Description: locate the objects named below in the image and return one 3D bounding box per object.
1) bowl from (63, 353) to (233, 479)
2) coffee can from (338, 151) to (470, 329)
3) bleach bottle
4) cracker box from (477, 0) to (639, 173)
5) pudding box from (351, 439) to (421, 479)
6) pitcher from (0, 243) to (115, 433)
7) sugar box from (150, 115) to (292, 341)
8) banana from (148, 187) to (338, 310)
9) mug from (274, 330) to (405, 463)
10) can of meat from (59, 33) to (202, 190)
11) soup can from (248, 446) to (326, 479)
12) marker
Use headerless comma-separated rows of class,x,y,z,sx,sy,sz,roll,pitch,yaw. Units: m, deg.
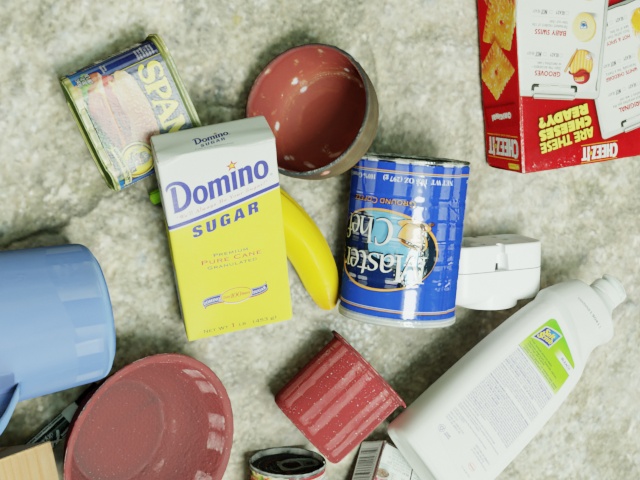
bowl,-0.150,0.164,0.872,0.161,0.055,0.162,-12,108,-41
coffee can,0.072,-0.003,0.923,0.102,0.103,0.140,2,98,-23
bleach bottle,0.183,0.124,0.957,0.250,0.068,0.102,-39,102,-15
cracker box,0.231,-0.180,0.977,0.164,0.072,0.214,-10,103,-20
pudding box,0.068,0.251,0.979,0.090,0.039,0.113,30,63,-25
pitcher,-0.276,0.081,0.775,0.242,0.145,0.149,-10,96,-24
sugar box,-0.076,-0.007,0.855,0.093,0.048,0.176,-12,128,-10
banana,-0.047,-0.014,0.912,0.197,0.037,0.070,34,112,-21
mug,0.018,0.145,0.942,0.081,0.093,0.117,-43,148,-5
can of meat,-0.148,-0.100,0.843,0.083,0.057,0.102,-27,108,-14
soup can,-0.030,0.242,0.942,0.068,0.069,0.102,-3,100,-22
marker,-0.221,0.160,0.876,0.121,0.020,0.020,-42,112,-11
